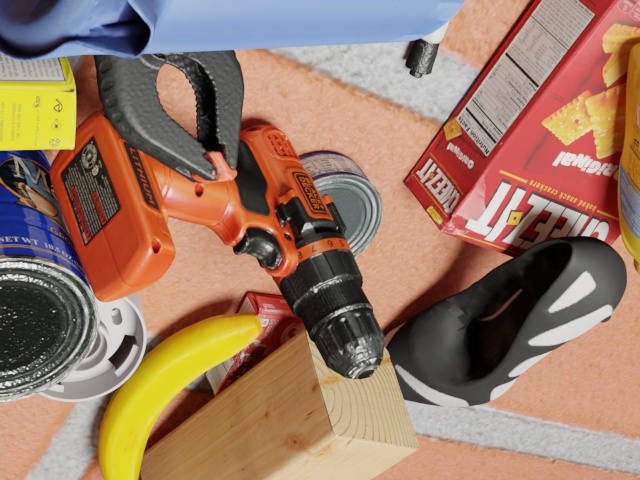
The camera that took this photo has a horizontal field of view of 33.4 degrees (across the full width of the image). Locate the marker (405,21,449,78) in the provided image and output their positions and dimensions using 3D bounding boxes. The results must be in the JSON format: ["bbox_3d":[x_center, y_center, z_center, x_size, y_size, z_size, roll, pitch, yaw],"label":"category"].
[{"bbox_3d":[0.082,-0.160,0.692,0.020,0.020,0.121,1,126,-28],"label":"marker"}]

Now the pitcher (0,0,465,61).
[{"bbox_3d":[-0.040,-0.158,0.500,0.242,0.145,0.149,-8,103,-43],"label":"pitcher"}]

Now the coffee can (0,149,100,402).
[{"bbox_3d":[-0.192,0.008,0.611,0.102,0.140,0.103,-14,132,-16],"label":"coffee can"}]

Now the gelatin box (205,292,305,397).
[{"bbox_3d":[-0.038,0.084,0.829,0.073,0.030,0.089,10,122,-33],"label":"gelatin box"}]

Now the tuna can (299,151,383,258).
[{"bbox_3d":[-0.001,-0.020,0.758,0.086,0.034,0.086,-14,132,-16],"label":"tuna can"}]

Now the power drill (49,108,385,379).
[{"bbox_3d":[-0.054,0.001,0.623,0.057,0.184,0.187,-43,150,27],"label":"power drill"}]

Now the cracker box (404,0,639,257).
[{"bbox_3d":[0.190,-0.083,0.775,0.163,0.072,0.214,17,118,-36],"label":"cracker box"}]

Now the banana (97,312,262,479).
[{"bbox_3d":[-0.118,0.121,0.803,0.069,0.037,0.198,29,108,-7],"label":"banana"}]

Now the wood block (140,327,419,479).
[{"bbox_3d":[-0.038,0.162,0.814,0.090,0.090,0.206,19,132,-41],"label":"wood block"}]

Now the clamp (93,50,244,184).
[{"bbox_3d":[-0.097,-0.104,0.549,0.120,0.039,0.171,-21,97,-23],"label":"clamp"}]

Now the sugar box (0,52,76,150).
[{"bbox_3d":[-0.222,-0.085,0.552,0.176,0.093,0.048,-5,129,-22],"label":"sugar box"}]
